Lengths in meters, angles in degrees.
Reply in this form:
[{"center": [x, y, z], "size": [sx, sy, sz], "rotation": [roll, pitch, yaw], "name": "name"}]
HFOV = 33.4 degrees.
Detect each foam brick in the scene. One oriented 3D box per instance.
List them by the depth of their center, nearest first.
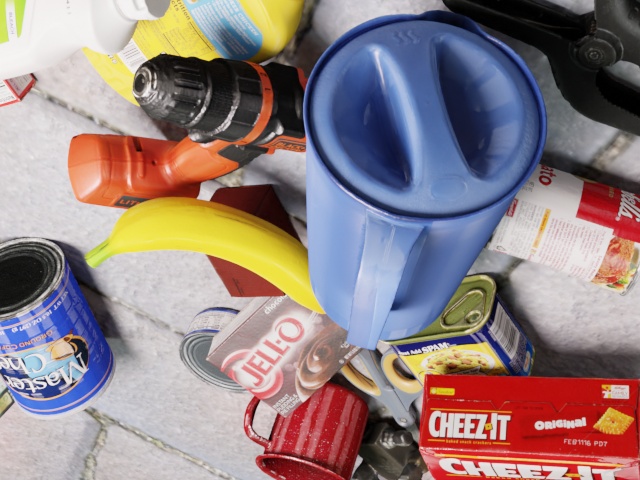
[{"center": [-0.056, 0.001, 0.845], "size": [0.053, 0.051, 0.078], "rotation": [-2, 133, 27], "name": "foam brick"}]

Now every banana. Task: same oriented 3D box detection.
[{"center": [-0.067, 0.007, 0.781], "size": [0.197, 0.037, 0.070], "rotation": [15, 132, -22], "name": "banana"}]

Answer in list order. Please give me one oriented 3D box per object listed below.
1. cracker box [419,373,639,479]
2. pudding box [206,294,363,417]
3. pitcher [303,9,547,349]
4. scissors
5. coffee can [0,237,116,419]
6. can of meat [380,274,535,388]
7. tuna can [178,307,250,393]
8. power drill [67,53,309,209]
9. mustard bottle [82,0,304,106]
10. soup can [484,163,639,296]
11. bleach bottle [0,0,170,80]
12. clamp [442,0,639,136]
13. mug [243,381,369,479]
[{"center": [0.179, 0.182, 0.870], "size": [0.164, 0.072, 0.213], "rotation": [-1, 150, 17], "name": "cracker box"}, {"center": [-0.028, 0.086, 0.906], "size": [0.090, 0.039, 0.114], "rotation": [38, 114, -16], "name": "pudding box"}, {"center": [0.048, -0.014, 0.678], "size": [0.145, 0.149, 0.243], "rotation": [57, 165, 20], "name": "pitcher"}, {"center": [0.088, 0.152, 0.967], "size": [0.096, 0.016, 0.201], "rotation": [-15, 126, 42], "name": "scissors"}, {"center": [-0.260, 0.082, 0.984], "size": [0.103, 0.102, 0.140], "rotation": [4, 135, 20], "name": "coffee can"}, {"center": [0.110, 0.080, 0.852], "size": [0.102, 0.057, 0.084], "rotation": [-13, 130, 35], "name": "can of meat"}, {"center": [-0.084, 0.101, 0.977], "size": [0.086, 0.033, 0.086], "rotation": [13, 138, 11], "name": "tuna can"}, {"center": [-0.089, -0.069, 0.723], "size": [0.188, 0.057, 0.184], "rotation": [-16, 164, 42], "name": "power drill"}, {"center": [-0.069, -0.153, 0.681], "size": [0.192, 0.058, 0.096], "rotation": [-14, 122, 35], "name": "mustard bottle"}, {"center": [0.167, -0.010, 0.721], "size": [0.102, 0.068, 0.068], "rotation": [19, 139, 6], "name": "soup can"}, {"center": [-0.205, -0.144, 0.688], "size": [0.251, 0.068, 0.102], "rotation": [4, 104, 29], "name": "bleach bottle"}, {"center": [0.166, -0.126, 0.621], "size": [0.171, 0.039, 0.120], "rotation": [35, 144, -18], "name": "clamp"}, {"center": [-0.014, 0.174, 0.975], "size": [0.117, 0.081, 0.093], "rotation": [24, 152, -10], "name": "mug"}]
